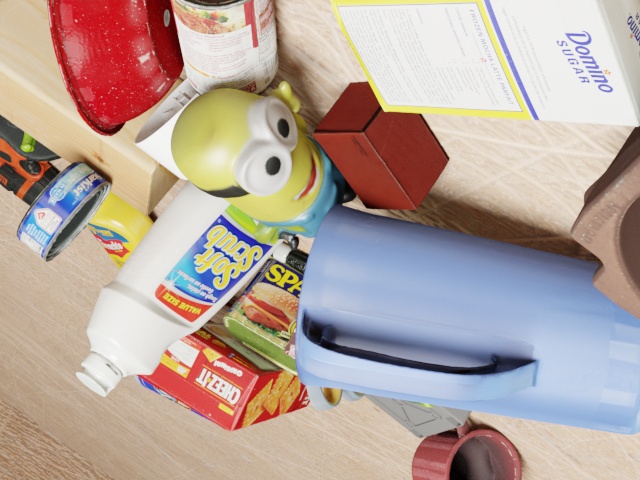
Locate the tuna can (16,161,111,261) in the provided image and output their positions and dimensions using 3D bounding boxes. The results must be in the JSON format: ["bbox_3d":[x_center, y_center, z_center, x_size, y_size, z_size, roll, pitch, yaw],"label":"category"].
[{"bbox_3d":[-0.217,-0.025,0.901,0.034,0.086,0.086,39,155,-2],"label":"tuna can"}]

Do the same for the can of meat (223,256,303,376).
[{"bbox_3d":[-0.033,0.073,1.053,0.102,0.083,0.057,29,154,17],"label":"can of meat"}]

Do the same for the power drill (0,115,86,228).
[{"bbox_3d":[-0.317,-0.093,1.160,0.184,0.057,0.188,39,155,-6],"label":"power drill"}]

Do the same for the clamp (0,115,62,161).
[{"bbox_3d":[-0.295,-0.137,1.042,0.171,0.120,0.039,14,-168,2],"label":"clamp"}]

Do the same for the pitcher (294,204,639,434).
[{"bbox_3d":[0.107,0.062,0.735,0.243,0.149,0.145,10,155,15],"label":"pitcher"}]

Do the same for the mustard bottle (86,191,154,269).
[{"bbox_3d":[-0.216,-0.011,1.173,0.096,0.058,0.191,20,151,42],"label":"mustard bottle"}]

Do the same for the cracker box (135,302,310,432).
[{"bbox_3d":[-0.104,0.124,1.131,0.164,0.072,0.213,28,-173,18],"label":"cracker box"}]

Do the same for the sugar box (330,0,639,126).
[{"bbox_3d":[0.096,-0.115,0.605,0.177,0.048,0.093,8,143,40],"label":"sugar box"}]

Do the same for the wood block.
[{"bbox_3d":[-0.205,-0.126,0.920,0.206,0.090,0.091,35,154,4],"label":"wood block"}]

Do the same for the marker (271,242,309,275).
[{"bbox_3d":[-0.057,0.001,1.035,0.121,0.020,0.020,27,154,19],"label":"marker"}]

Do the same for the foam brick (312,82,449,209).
[{"bbox_3d":[0.044,-0.066,0.750,0.053,0.051,0.078,5,141,47],"label":"foam brick"}]

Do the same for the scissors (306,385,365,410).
[{"bbox_3d":[0.013,0.043,0.868,0.016,0.201,0.096,-12,152,28],"label":"scissors"}]

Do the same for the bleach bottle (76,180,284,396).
[{"bbox_3d":[-0.100,0.021,0.848,0.068,0.250,0.102,15,148,38],"label":"bleach bottle"}]

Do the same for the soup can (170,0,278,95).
[{"bbox_3d":[-0.065,-0.149,0.726,0.068,0.068,0.102,28,155,17],"label":"soup can"}]

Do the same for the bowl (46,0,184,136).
[{"bbox_3d":[-0.132,-0.155,0.743,0.055,0.162,0.162,-3,144,10],"label":"bowl"}]

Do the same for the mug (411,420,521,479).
[{"bbox_3d":[0.144,0.229,1.108,0.082,0.093,0.117,-12,97,64],"label":"mug"}]
